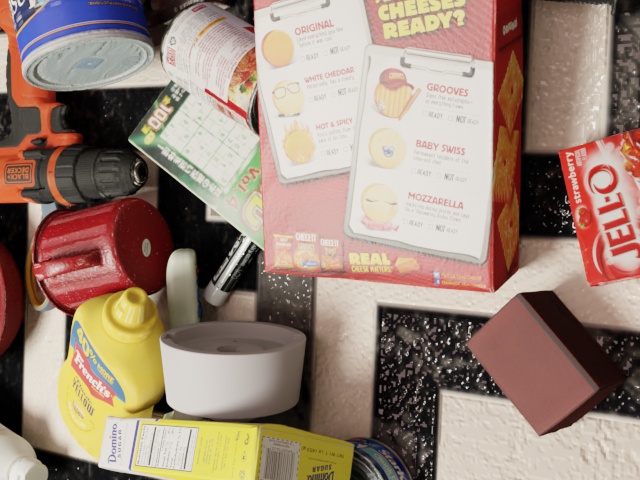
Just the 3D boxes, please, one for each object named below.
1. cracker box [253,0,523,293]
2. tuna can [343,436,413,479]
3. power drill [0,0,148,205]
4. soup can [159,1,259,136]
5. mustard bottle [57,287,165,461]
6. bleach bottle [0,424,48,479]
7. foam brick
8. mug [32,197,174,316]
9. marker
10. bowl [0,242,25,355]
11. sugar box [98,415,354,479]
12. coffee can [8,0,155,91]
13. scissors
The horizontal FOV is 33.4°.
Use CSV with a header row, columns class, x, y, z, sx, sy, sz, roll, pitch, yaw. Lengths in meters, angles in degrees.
class,x,y,z,sx,sy,sz,roll,pitch,yaw
cracker box,0.045,-0.081,0.698,0.164,0.072,0.214,4,104,25
tuna can,0.025,0.187,0.772,0.086,0.033,0.086,0,91,35
power drill,-0.223,-0.123,0.921,0.185,0.057,0.187,0,86,29
soup can,-0.062,-0.128,0.793,0.102,0.068,0.068,35,110,30
mustard bottle,-0.162,0.098,0.844,0.096,0.058,0.192,53,143,22
bleach bottle,-0.355,0.175,1.005,0.251,0.102,0.068,17,55,33
foam brick,0.143,0.076,0.676,0.051,0.052,0.078,-49,63,25
mug,-0.181,0.012,0.869,0.082,0.117,0.093,-12,90,30
marker,-0.055,0.001,0.836,0.020,0.020,0.121,46,115,26
bowl,-0.330,0.054,1.008,0.162,0.055,0.162,0,91,35
sugar box,-0.072,0.156,0.771,0.177,0.093,0.048,-10,66,44
coffee can,-0.194,-0.201,0.834,0.103,0.102,0.140,-21,78,34
scissors,-0.230,-0.032,0.962,0.096,0.016,0.202,12,97,33
